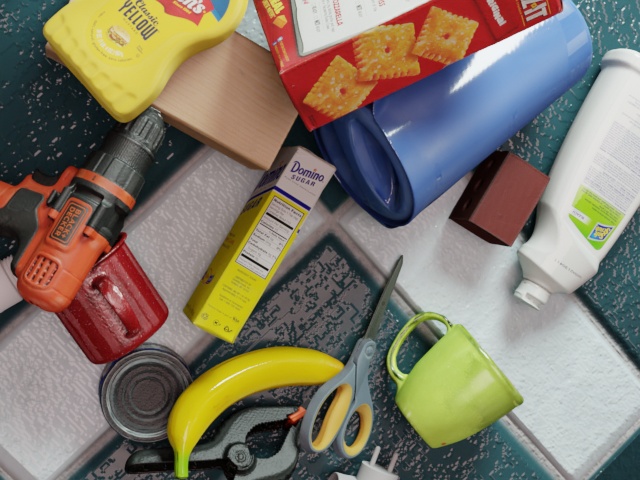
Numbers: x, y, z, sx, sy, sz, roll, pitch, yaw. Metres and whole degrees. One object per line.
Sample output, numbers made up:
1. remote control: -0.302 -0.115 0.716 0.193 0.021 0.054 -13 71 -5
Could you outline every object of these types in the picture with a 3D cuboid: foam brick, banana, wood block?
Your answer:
1. foam brick: 0.168 -0.040 1.005 0.051 0.053 0.078 31 86 -13
2. banana: -0.065 0.135 0.952 0.197 0.037 0.069 -28 98 -31
3. wood block: -0.121 -0.148 0.913 0.206 0.090 0.091 28 87 -14

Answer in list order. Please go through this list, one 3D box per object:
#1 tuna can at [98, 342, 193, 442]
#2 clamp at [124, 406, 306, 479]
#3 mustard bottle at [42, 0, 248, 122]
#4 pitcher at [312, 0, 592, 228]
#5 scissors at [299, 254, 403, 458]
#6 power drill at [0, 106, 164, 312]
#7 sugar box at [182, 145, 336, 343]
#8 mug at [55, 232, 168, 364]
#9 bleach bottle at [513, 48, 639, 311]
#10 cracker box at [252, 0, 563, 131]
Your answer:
1. tuna can: -0.155 0.136 0.953 0.086 0.034 0.086 -1 94 -13
2. clamp: -0.085 0.195 0.947 0.120 0.039 0.171 45 52 5
3. mustard bottle: -0.114 -0.187 0.833 0.191 0.058 0.096 -42 88 -7
4. pitcher: 0.121 -0.122 0.947 0.242 0.149 0.145 -35 98 -20
5. scissors: 0.046 0.119 1.002 0.201 0.016 0.096 -56 133 -22
6. power drill: -0.238 -0.055 0.866 0.188 0.057 0.184 24 74 17
7. sugar box: -0.056 0.001 0.937 0.048 0.093 0.176 29 86 -13
8. mug: -0.179 0.052 0.903 0.093 0.117 0.081 -37 106 -20
9. bleach bottle: 0.255 -0.051 1.020 0.102 0.068 0.251 32 89 -13
10. cracker box: 0.058 -0.196 0.840 0.214 0.164 0.072 -24 134 5
